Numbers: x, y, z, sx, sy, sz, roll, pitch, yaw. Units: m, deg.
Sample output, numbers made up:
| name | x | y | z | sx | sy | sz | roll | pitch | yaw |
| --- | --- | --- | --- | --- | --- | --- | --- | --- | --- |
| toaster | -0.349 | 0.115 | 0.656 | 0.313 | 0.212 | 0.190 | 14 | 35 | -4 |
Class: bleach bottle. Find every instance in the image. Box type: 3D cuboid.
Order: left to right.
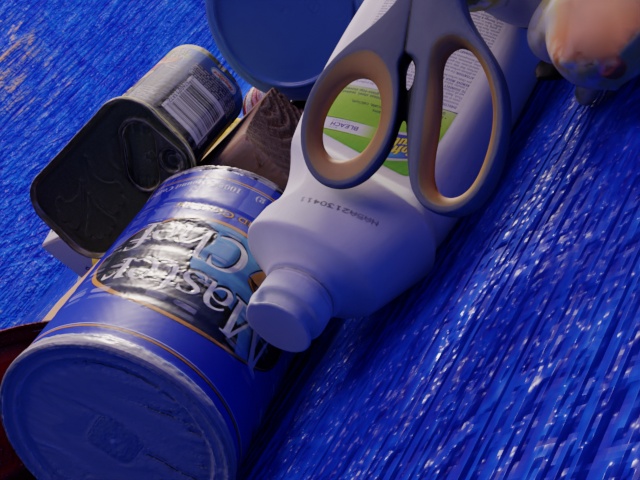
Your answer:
| name | x | y | z | sx | sy | sz | roll | pitch | yaw |
| --- | --- | --- | --- | --- | --- | --- | --- | --- | --- |
| bleach bottle | 0.031 | -0.052 | 0.494 | 0.250 | 0.103 | 0.068 | -57 | -30 | -36 |

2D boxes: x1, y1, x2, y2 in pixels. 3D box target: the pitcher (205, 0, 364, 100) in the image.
| name | x | y | z | sx | sy | sz | roll | pitch | yaw |
| --- | --- | --- | --- | --- | --- | --- | --- | --- | --- |
| pitcher | 0.027 | -0.183 | 0.688 | 0.145 | 0.149 | 0.242 | -46 | -2 | 34 |

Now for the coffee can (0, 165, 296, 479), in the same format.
| name | x | y | z | sx | sy | sz | roll | pitch | yaw |
| --- | --- | --- | --- | --- | --- | --- | --- | --- | --- |
| coffee can | -0.063 | 0.044 | 0.481 | 0.103 | 0.102 | 0.140 | -38 | 14 | 36 |

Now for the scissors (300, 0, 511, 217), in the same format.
| name | x | y | z | sx | sy | sz | roll | pitch | yaw |
| --- | --- | --- | --- | --- | --- | --- | --- | --- | --- |
| scissors | 0.032 | -0.104 | 0.423 | 0.096 | 0.202 | 0.016 | -11 | -15 | 29 |

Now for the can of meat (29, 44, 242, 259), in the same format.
| name | x | y | z | sx | sy | sz | roll | pitch | yaw |
| --- | --- | --- | --- | --- | --- | --- | --- | --- | --- |
| can of meat | -0.095 | -0.050 | 0.573 | 0.102 | 0.057 | 0.083 | -38 | 12 | 34 |
